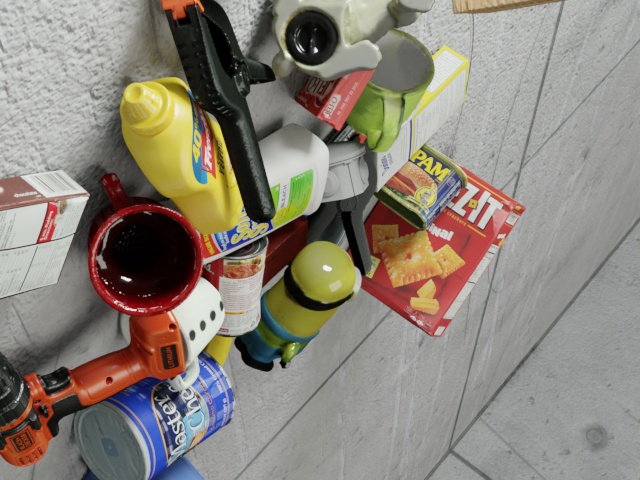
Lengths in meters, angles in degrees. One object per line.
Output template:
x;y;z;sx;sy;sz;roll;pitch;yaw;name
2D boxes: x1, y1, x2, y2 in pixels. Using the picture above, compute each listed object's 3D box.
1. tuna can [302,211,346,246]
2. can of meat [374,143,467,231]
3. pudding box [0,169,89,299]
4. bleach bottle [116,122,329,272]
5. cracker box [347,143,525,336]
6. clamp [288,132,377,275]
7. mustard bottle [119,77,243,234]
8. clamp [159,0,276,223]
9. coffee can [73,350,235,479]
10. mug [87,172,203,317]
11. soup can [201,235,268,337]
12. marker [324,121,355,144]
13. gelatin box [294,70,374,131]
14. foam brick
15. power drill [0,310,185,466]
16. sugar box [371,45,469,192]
-0.001;-0.009;1.295;0.086;0.034;0.086;-45;157;-25;tuna can
0.122;-0.074;1.370;0.084;0.102;0.057;-48;159;-12;can of meat
-0.234;-0.001;0.799;0.113;0.039;0.090;-15;137;-57;pudding box
-0.098;-0.023;1.029;0.250;0.068;0.103;-34;151;-38;bleach bottle
0.147;-0.001;1.443;0.214;0.164;0.072;-58;161;8;cracker box
0.015;-0.041;1.228;0.120;0.039;0.171;-3;102;-37;clamp
-0.115;-0.078;0.871;0.191;0.058;0.096;53;30;-67;mustard bottle
-0.075;-0.119;0.869;0.210;0.036;0.164;54;28;-62;clamp
-0.172;0.185;1.122;0.140;0.103;0.103;-30;148;-48;coffee can
-0.155;-0.002;0.888;0.093;0.082;0.117;-27;108;-10;mug
-0.091;0.041;1.103;0.068;0.069;0.102;-33;140;-45;soup can
0.012;-0.105;1.198;0.121;0.020;0.020;-50;158;-14;marker
0.014;-0.154;1.044;0.073;0.030;0.089;-58;-157;9;gelatin box
-0.058;0.001;1.163;0.078;0.051;0.053;-42;155;-31;foam brick
-0.214;0.112;0.931;0.187;0.057;0.184;-27;153;-18;power drill
0.109;-0.149;1.306;0.176;0.048;0.093;-43;156;-20;sugar box
